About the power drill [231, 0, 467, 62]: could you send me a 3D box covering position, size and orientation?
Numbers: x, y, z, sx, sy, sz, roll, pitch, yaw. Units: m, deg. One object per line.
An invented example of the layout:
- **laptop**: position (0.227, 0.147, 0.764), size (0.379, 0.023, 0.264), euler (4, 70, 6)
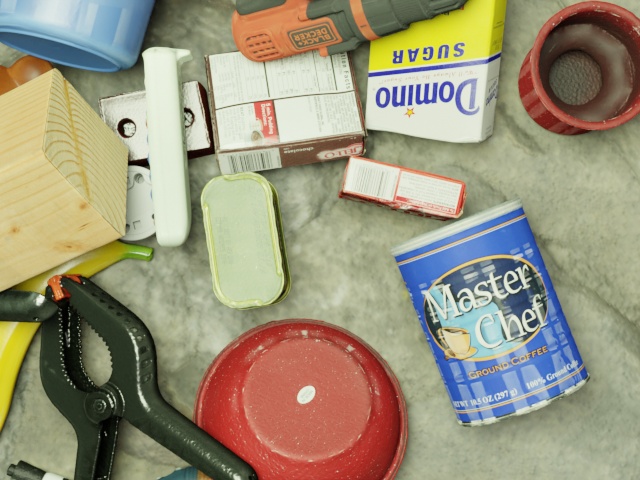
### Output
- **power drill**: position (-0.008, -0.205, 0.704), size (0.185, 0.187, 0.057), euler (-10, 45, 26)

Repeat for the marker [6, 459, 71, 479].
- **marker**: position (-0.182, 0.196, 0.817), size (0.121, 0.020, 0.020), euler (20, 88, 0)

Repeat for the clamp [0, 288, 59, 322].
- **clamp**: position (-0.252, 0.043, 0.779), size (0.171, 0.120, 0.039), euler (-35, 126, 13)

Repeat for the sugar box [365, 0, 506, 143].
- **sugar box**: position (0.086, -0.163, 0.776), size (0.093, 0.048, 0.176), euler (10, 108, 22)

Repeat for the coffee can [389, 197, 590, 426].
- **coffee can**: position (0.123, 0.052, 0.783), size (0.103, 0.103, 0.140), euler (-21, 89, -1)

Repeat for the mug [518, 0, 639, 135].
- **mug**: position (0.207, -0.125, 0.800), size (0.117, 0.081, 0.093), euler (-7, 88, -1)

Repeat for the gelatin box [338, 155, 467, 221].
- **gelatin box**: position (0.060, -0.037, 0.800), size (0.089, 0.073, 0.030), euler (13, 89, -1)

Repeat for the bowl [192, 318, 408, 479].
- **bowl**: position (-0.012, 0.122, 0.773), size (0.162, 0.055, 0.162), euler (2, 63, -5)

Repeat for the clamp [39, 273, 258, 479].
- **clamp**: position (-0.138, 0.117, 0.763), size (0.165, 0.036, 0.210), euler (-21, 82, 20)

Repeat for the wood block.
- **wood block**: position (-0.245, -0.021, 0.735), size (0.206, 0.090, 0.091), euler (-23, 44, 16)

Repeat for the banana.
- **banana**: position (-0.216, 0.062, 0.811), size (0.069, 0.037, 0.198), euler (40, 88, 3)

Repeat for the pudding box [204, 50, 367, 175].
- **pudding box**: position (-0.027, -0.103, 0.806), size (0.113, 0.039, 0.090), euler (-8, 65, -3)

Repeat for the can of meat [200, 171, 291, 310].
- **can of meat**: position (-0.055, 0.001, 0.792), size (0.057, 0.084, 0.102), euler (-9, 88, -1)

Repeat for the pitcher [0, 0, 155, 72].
- **pitcher**: position (-0.153, -0.245, 0.744), size (0.145, 0.149, 0.243), euler (10, 86, 41)

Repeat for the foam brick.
- **foam brick**: position (-0.122, -0.086, 0.810), size (0.078, 0.051, 0.053), euler (-11, 89, -1)
